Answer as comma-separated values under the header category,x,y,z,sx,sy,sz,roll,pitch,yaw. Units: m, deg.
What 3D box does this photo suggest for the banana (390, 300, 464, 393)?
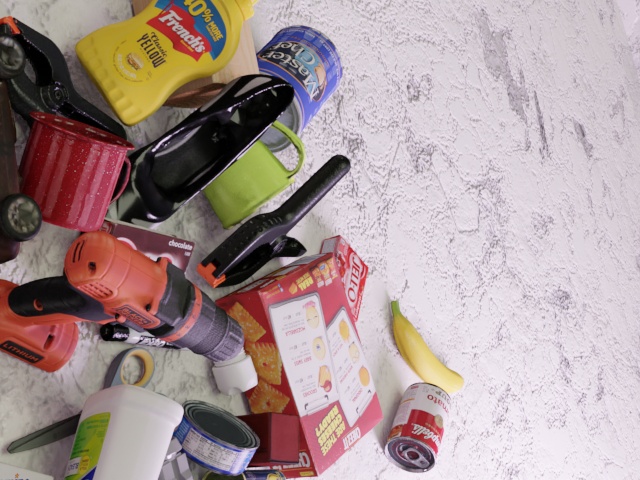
category,x,y,z,sx,sy,sz,roll,pitch,yaw
banana,0.153,0.167,1.496,0.197,0.037,0.069,52,41,-34

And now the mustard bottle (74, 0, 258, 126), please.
category,x,y,z,sx,sy,sz,roll,pitch,yaw
mustard bottle,-0.138,-0.201,1.055,0.096,0.191,0.058,56,-8,-3

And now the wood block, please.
category,x,y,z,sx,sy,sz,roll,pitch,yaw
wood block,-0.140,-0.254,1.150,0.090,0.091,0.206,-6,83,-57

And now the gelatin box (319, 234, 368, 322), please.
category,x,y,z,sx,sy,sz,roll,pitch,yaw
gelatin box,0.026,0.049,1.351,0.073,0.030,0.089,49,42,-37

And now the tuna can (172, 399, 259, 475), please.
category,x,y,z,sx,sy,sz,roll,pitch,yaw
tuna can,-0.105,0.194,1.048,0.086,0.086,0.034,18,104,-53

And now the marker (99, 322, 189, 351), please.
category,x,y,z,sx,sy,sz,roll,pitch,yaw
marker,-0.169,0.094,1.046,0.120,0.020,0.020,16,65,-54

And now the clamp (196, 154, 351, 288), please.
category,x,y,z,sx,sy,sz,roll,pitch,yaw
clamp,-0.058,0.001,1.190,0.036,0.165,0.209,42,52,16

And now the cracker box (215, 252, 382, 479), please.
category,x,y,z,sx,sy,sz,roll,pitch,yaw
cracker box,-0.021,0.138,1.211,0.163,0.072,0.214,-27,103,-56

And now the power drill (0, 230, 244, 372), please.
category,x,y,z,sx,sy,sz,roll,pitch,yaw
power drill,-0.179,0.063,0.886,0.184,0.188,0.057,40,46,-41

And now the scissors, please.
category,x,y,z,sx,sy,sz,roll,pitch,yaw
scissors,-0.207,0.143,0.975,0.201,0.016,0.096,13,67,-55

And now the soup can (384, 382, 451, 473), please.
category,x,y,z,sx,sy,sz,roll,pitch,yaw
soup can,0.130,0.245,1.405,0.068,0.069,0.102,58,36,-27

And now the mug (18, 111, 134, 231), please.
category,x,y,z,sx,sy,sz,roll,pitch,yaw
mug,-0.212,-0.058,0.934,0.117,0.093,0.081,5,107,-61

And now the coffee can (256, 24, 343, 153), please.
category,x,y,z,sx,sy,sz,roll,pitch,yaw
coffee can,-0.045,-0.180,1.258,0.103,0.103,0.140,62,35,-22

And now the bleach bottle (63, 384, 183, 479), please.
category,x,y,z,sx,sy,sz,roll,pitch,yaw
bleach bottle,-0.188,0.249,0.875,0.068,0.103,0.250,27,60,-27

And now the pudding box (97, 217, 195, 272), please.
category,x,y,z,sx,sy,sz,roll,pitch,yaw
pudding box,-0.179,0.031,1.006,0.113,0.039,0.090,15,95,-56

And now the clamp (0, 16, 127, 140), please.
category,x,y,z,sx,sy,sz,roll,pitch,yaw
clamp,-0.246,-0.132,0.993,0.120,0.039,0.171,-48,124,-54

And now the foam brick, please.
category,x,y,z,sx,sy,sz,roll,pitch,yaw
foam brick,-0.068,0.208,1.107,0.051,0.078,0.053,19,65,-53
